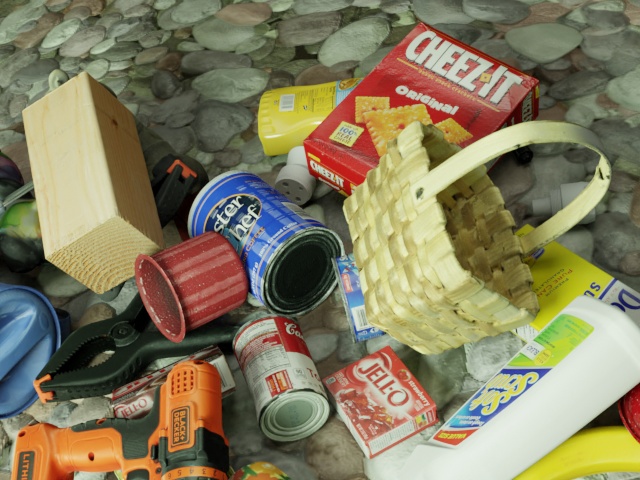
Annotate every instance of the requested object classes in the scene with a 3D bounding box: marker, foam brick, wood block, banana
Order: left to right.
[{"bbox_3d":[-0.236,-0.062,1.107,0.090,0.090,0.206,-30,52,13],"label":"wood block"},{"bbox_3d":[-0.117,-0.026,1.185,0.078,0.053,0.051,-31,43,-17],"label":"foam brick"},{"bbox_3d":[0.212,-0.125,1.212,0.020,0.020,0.121,-18,42,-2],"label":"marker"},{"bbox_3d":[0.240,0.182,0.863,0.198,0.037,0.069,-11,59,8],"label":"banana"}]

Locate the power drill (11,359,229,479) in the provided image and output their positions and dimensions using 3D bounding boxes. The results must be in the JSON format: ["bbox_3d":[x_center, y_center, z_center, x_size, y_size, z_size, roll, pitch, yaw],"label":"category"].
[{"bbox_3d":[-0.162,0.200,0.874,0.188,0.057,0.184,-15,52,15],"label":"power drill"}]

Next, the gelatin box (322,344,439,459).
[{"bbox_3d":[0.053,0.144,0.964,0.073,0.030,0.089,-26,43,-11],"label":"gelatin box"}]

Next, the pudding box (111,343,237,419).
[{"bbox_3d":[-0.138,0.139,0.994,0.113,0.039,0.090,-22,6,-9],"label":"pudding box"}]

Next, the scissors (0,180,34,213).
[{"bbox_3d":[-0.368,-0.029,1.153,0.096,0.016,0.201,-4,31,37],"label":"scissors"}]

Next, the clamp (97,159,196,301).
[{"bbox_3d":[-0.204,-0.014,1.164,0.171,0.039,0.120,-53,34,-12],"label":"clamp"}]

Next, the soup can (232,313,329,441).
[{"bbox_3d":[-0.037,0.126,0.984,0.068,0.068,0.102,-20,42,-4],"label":"soup can"}]

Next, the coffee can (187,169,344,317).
[{"bbox_3d":[-0.057,0.001,1.099,0.102,0.103,0.140,-35,45,-20],"label":"coffee can"}]

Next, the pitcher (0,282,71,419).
[{"bbox_3d":[-0.390,0.089,1.106,0.243,0.149,0.145,12,64,32],"label":"pitcher"}]

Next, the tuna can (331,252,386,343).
[{"bbox_3d":[0.037,0.054,1.025,0.034,0.086,0.086,-15,42,0],"label":"tuna can"}]

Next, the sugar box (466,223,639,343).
[{"bbox_3d":[0.224,0.060,0.988,0.093,0.048,0.176,-36,44,-18],"label":"sugar box"}]

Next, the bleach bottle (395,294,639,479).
[{"bbox_3d":[0.151,0.152,0.863,0.251,0.068,0.103,-41,13,-3],"label":"bleach bottle"}]

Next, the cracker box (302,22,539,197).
[{"bbox_3d":[0.111,-0.123,1.162,0.164,0.072,0.213,33,68,25],"label":"cracker box"}]

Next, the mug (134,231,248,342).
[{"bbox_3d":[-0.130,0.043,1.056,0.081,0.093,0.117,-25,5,-28],"label":"mug"}]

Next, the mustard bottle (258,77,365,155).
[{"bbox_3d":[0.025,-0.153,1.272,0.192,0.058,0.096,-7,41,11],"label":"mustard bottle"}]

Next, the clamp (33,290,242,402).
[{"bbox_3d":[-0.186,0.105,1.077,0.209,0.036,0.165,-35,44,-25],"label":"clamp"}]
